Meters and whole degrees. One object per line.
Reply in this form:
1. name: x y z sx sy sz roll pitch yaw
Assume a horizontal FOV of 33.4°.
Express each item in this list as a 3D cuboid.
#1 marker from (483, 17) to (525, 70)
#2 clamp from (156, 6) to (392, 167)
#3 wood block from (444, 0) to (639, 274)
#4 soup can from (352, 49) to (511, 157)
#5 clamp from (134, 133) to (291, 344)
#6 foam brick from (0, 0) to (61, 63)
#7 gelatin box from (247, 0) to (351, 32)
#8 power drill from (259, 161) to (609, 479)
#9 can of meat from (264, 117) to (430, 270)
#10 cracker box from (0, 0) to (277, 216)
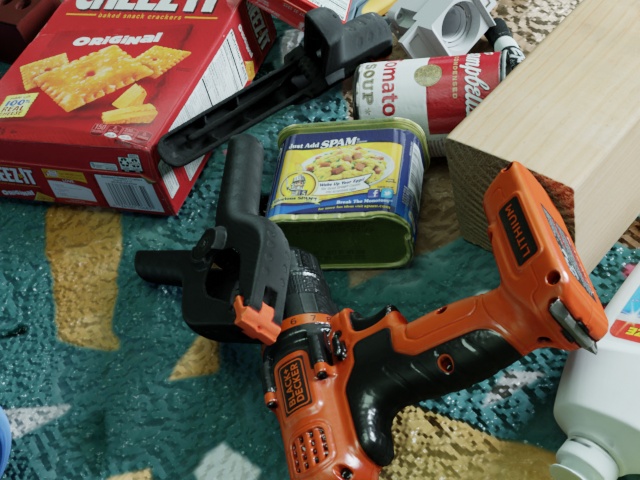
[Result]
1. marker: 0.142 -0.124 0.771 0.020 0.020 0.121 -16 46 1
2. clamp: -0.001 -0.123 0.735 0.165 0.036 0.209 -32 0 42
3. wood block: 0.178 -0.081 0.671 0.090 0.091 0.205 27 61 35
4. soup can: 0.078 -0.091 0.727 0.102 0.068 0.068 -2 48 15
5. clamp: -0.054 0.001 0.650 0.120 0.039 0.172 -59 34 5
6. foam brick: -0.265 -0.189 0.931 0.078 0.051 0.053 17 55 29
7. gelatin box: -0.011 -0.202 0.834 0.073 0.030 0.089 27 48 -15
8. power drill: 0.049 0.038 0.585 0.188 0.057 0.184 -34 43 19
9. can of meat: 0.017 -0.029 0.695 0.102 0.057 0.084 -2 50 16
10. cracker box: -0.150 -0.122 0.821 0.164 0.072 0.213 6 50 21
